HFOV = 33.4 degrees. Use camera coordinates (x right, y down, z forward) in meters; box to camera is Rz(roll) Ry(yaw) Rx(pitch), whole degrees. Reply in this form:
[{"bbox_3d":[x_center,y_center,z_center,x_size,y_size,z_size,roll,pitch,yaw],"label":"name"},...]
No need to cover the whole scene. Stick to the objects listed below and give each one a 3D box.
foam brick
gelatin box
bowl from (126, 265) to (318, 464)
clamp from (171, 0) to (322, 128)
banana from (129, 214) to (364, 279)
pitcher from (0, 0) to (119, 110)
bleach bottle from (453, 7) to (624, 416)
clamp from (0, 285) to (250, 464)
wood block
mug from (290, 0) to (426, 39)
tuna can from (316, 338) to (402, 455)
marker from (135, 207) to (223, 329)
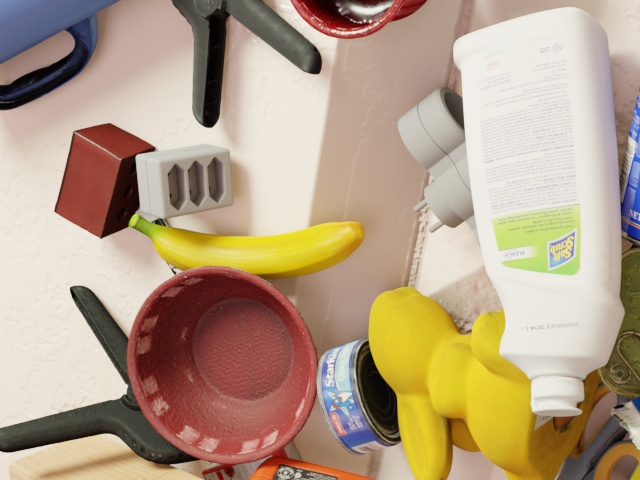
[{"bbox_3d":[-0.181,-0.052,0.896,0.051,0.052,0.078,27,116,17],"label":"foam brick"},{"bbox_3d":[-0.050,0.216,0.924,0.089,0.030,0.073,-23,95,29],"label":"gelatin box"},{"bbox_3d":[-0.072,0.096,0.864,0.162,0.055,0.162,3,99,16],"label":"bowl"},{"bbox_3d":[-0.082,-0.174,0.820,0.120,0.039,0.171,-31,84,25],"label":"clamp"},{"bbox_3d":[-0.054,0.008,0.848,0.198,0.069,0.037,1,68,19],"label":"banana"},{"bbox_3d":[-0.245,-0.204,0.851,0.243,0.149,0.145,-16,82,26],"label":"pitcher"},{"bbox_3d":[0.137,-0.016,0.673,0.103,0.068,0.251,-11,68,36],"label":"bleach bottle"},{"bbox_3d":[-0.163,0.142,0.907,0.210,0.164,0.036,24,149,9],"label":"clamp"},{"bbox_3d":[-0.176,0.238,0.913,0.207,0.090,0.090,6,110,50],"label":"wood block"},{"bbox_3d":[0.028,-0.200,0.734,0.093,0.081,0.117,-21,95,29],"label":"mug"},{"bbox_3d":[0.035,0.120,0.822,0.034,0.086,0.086,-21,95,27],"label":"tuna can"},{"bbox_3d":[-0.118,0.023,0.906,0.020,0.020,0.121,-32,90,30],"label":"marker"}]
